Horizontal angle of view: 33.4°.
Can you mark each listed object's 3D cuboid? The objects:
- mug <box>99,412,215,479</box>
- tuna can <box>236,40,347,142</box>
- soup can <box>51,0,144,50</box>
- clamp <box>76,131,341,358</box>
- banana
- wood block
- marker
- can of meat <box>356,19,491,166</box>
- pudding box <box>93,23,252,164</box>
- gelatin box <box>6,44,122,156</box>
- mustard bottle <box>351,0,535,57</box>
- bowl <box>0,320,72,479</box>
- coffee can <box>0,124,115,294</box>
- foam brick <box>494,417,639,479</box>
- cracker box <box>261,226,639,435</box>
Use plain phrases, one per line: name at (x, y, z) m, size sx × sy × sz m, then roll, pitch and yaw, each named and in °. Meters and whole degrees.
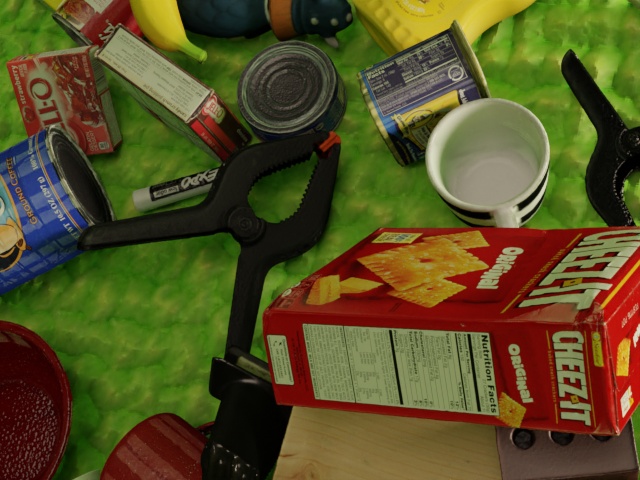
mug at (-0.093, 0.169, 0.757) m, size 0.082 × 0.093 × 0.117 m, roll 32°, pitch 52°, yaw 28°
tuna can at (-0.024, -0.117, 0.862) m, size 0.086 × 0.033 × 0.086 m, roll -5°, pitch 70°, yaw 14°
soup can at (-0.171, -0.206, 0.917) m, size 0.069 × 0.068 × 0.102 m, roll 39°, pitch 84°, yaw 24°
clamp at (-0.055, 0.001, 0.817) m, size 0.210 × 0.036 × 0.164 m, roll -38°, pitch 89°, yaw -10°
banana at (-0.123, -0.237, 0.867) m, size 0.069 × 0.037 × 0.198 m, roll -1°, pitch 85°, yaw 4°
wood block at (0.086, 0.149, 0.706) m, size 0.206 × 0.090 × 0.091 m, roll 10°, pitch 74°, yaw 19°
marker at (-0.093, -0.047, 0.865) m, size 0.121 × 0.020 × 0.020 m, roll -15°, pitch 68°, yaw 10°
can of meat at (0.080, -0.105, 0.793) m, size 0.084 × 0.102 × 0.057 m, roll -25°, pitch 65°, yaw 8°
pudding box at (-0.117, -0.115, 0.857) m, size 0.114 × 0.090 × 0.039 m, roll 35°, pitch 83°, yaw 24°
gelatin box at (-0.212, -0.113, 0.890) m, size 0.073 × 0.030 × 0.089 m, roll -5°, pitch 113°, yaw 12°
mustard bottle at (0.125, -0.214, 0.842) m, size 0.191 × 0.058 × 0.096 m, roll -38°, pitch 67°, yaw 0°
bowl at (-0.253, 0.145, 0.821) m, size 0.162 × 0.055 × 0.162 m, roll -5°, pitch 70°, yaw 14°
coffee can at (-0.249, -0.016, 0.852) m, size 0.140 × 0.102 × 0.103 m, roll -27°, pitch 66°, yaw 5°
foam brick at (0.142, 0.117, 0.624) m, size 0.078 × 0.051 × 0.053 m, roll -9°, pitch 67°, yaw 12°
cracker box at (0.096, 0.043, 0.650) m, size 0.214 × 0.163 × 0.072 m, roll -1°, pitch 108°, yaw 33°
